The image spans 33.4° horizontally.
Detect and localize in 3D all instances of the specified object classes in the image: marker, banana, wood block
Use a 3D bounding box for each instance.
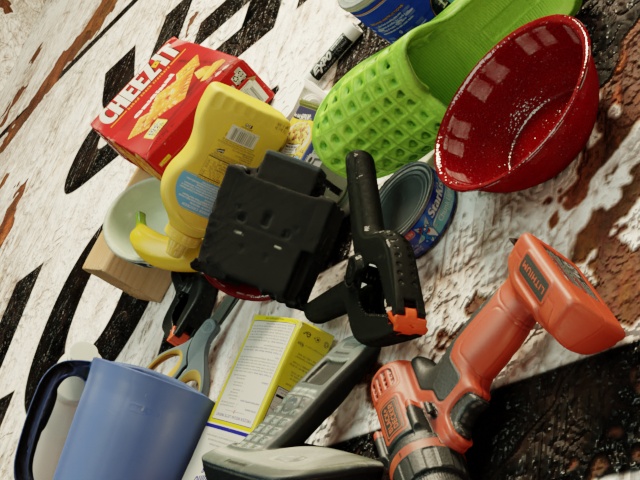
[{"bbox_3d":[0.005,-0.212,1.285,0.121,0.020,0.020,-47,28,20],"label":"marker"},{"bbox_3d":[-0.144,0.004,1.196,0.198,0.037,0.069,8,70,28],"label":"banana"},{"bbox_3d":[-0.212,-0.032,1.383,0.091,0.090,0.206,2,63,62],"label":"wood block"}]

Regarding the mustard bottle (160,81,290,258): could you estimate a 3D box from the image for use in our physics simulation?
[{"bbox_3d":[-0.116,-0.065,1.138,0.192,0.096,0.058,-61,27,13],"label":"mustard bottle"}]

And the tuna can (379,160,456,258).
[{"bbox_3d":[0.079,-0.025,0.934,0.086,0.033,0.086,-41,30,30],"label":"tuna can"}]

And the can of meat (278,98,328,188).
[{"bbox_3d":[-0.008,-0.098,1.140,0.084,0.057,0.102,-60,25,1],"label":"can of meat"}]

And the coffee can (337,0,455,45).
[{"bbox_3d":[0.101,-0.217,0.986,0.103,0.140,0.103,-41,30,30],"label":"coffee can"}]

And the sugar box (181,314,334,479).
[{"bbox_3d":[-0.058,0.155,0.959,0.093,0.048,0.176,-2,63,59],"label":"sugar box"}]

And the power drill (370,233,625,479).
[{"bbox_3d":[0.111,0.099,0.711,0.188,0.057,0.184,-49,27,17],"label":"power drill"}]

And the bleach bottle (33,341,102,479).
[{"bbox_3d":[-0.271,0.204,1.139,0.102,0.068,0.251,-78,7,-48],"label":"bleach bottle"}]

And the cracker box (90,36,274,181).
[{"bbox_3d":[-0.175,-0.159,1.298,0.164,0.072,0.214,-48,34,-8],"label":"cracker box"}]

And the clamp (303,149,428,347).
[{"bbox_3d":[0.036,0.036,0.882,0.210,0.036,0.165,-118,41,-59],"label":"clamp"}]

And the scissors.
[{"bbox_3d":[-0.112,0.110,1.128,0.201,0.016,0.096,-42,50,-2],"label":"scissors"}]

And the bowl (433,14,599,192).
[{"bbox_3d":[0.164,-0.095,0.839,0.162,0.055,0.162,-41,30,30],"label":"bowl"}]

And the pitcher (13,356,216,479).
[{"bbox_3d":[-0.204,0.236,1.004,0.149,0.144,0.243,9,74,45],"label":"pitcher"}]

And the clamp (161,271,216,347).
[{"bbox_3d":[-0.138,0.052,1.221,0.120,0.039,0.171,-49,24,28],"label":"clamp"}]
